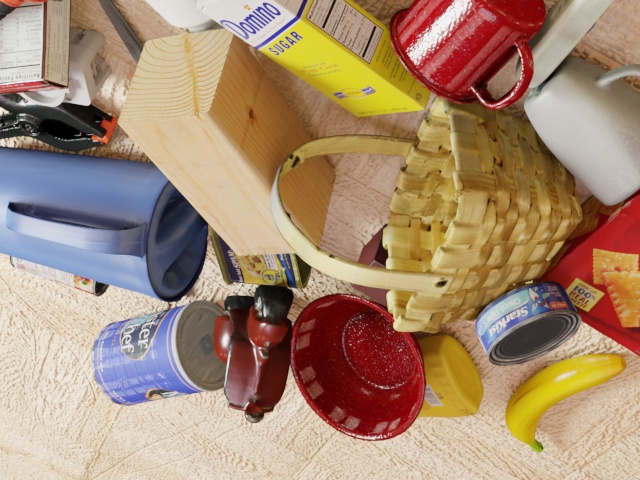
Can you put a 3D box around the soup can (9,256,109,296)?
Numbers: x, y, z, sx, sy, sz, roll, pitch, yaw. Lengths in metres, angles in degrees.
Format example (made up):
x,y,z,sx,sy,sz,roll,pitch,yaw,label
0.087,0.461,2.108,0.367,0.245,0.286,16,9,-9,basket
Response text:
x,y,z,sx,sy,sz,roll,pitch,yaw,label
-0.280,0.015,1.173,0.102,0.068,0.068,18,139,7,soup can

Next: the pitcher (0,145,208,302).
x,y,z,sx,sy,sz,roll,pitch,yaw,label
-0.242,-0.025,1.057,0.243,0.145,0.149,11,146,20,pitcher

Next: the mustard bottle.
x,y,z,sx,sy,sz,roll,pitch,yaw,label
0.076,0.159,1.174,0.192,0.058,0.096,-14,124,35,mustard bottle

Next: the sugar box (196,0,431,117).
x,y,z,sx,sy,sz,roll,pitch,yaw,label
-0.001,-0.157,0.825,0.176,0.048,0.094,27,166,-31,sugar box

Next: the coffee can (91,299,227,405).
x,y,z,sx,sy,sz,roll,pitch,yaw,label
-0.178,0.131,1.225,0.141,0.102,0.102,-15,127,36,coffee can

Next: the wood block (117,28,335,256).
x,y,z,sx,sy,sz,roll,pitch,yaw,label
-0.073,-0.078,0.925,0.090,0.090,0.206,-3,147,26,wood block

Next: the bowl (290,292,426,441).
x,y,z,sx,sy,sz,roll,pitch,yaw,label
0.048,0.123,1.102,0.162,0.055,0.162,12,114,30,bowl

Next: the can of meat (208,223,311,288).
x,y,z,sx,sy,sz,roll,pitch,yaw,label
-0.057,0.001,1.066,0.084,0.057,0.102,5,137,16,can of meat

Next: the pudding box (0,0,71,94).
x,y,z,sx,sy,sz,roll,pitch,yaw,label
-0.261,-0.184,0.921,0.090,0.113,0.039,0,178,24,pudding box

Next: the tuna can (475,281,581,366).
x,y,z,sx,sy,sz,roll,pitch,yaw,label
0.176,0.071,0.910,0.086,0.034,0.086,-16,149,-10,tuna can

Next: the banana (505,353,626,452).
x,y,z,sx,sy,sz,roll,pitch,yaw,label
0.244,0.164,1.125,0.069,0.037,0.198,11,143,-13,banana

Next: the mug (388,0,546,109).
x,y,z,sx,sy,sz,roll,pitch,yaw,label
0.116,-0.152,0.785,0.082,0.093,0.117,-45,63,42,mug

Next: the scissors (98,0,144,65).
x,y,z,sx,sy,sz,roll,pitch,yaw,label
-0.162,-0.139,0.993,0.096,0.016,0.201,-22,123,39,scissors

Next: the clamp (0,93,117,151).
x,y,z,sx,sy,sz,roll,pitch,yaw,label
-0.286,-0.120,1.054,0.171,0.039,0.120,19,156,1,clamp

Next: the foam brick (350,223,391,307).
x,y,z,sx,sy,sz,roll,pitch,yaw,label
0.078,0.032,1.042,0.078,0.051,0.053,31,138,-9,foam brick
